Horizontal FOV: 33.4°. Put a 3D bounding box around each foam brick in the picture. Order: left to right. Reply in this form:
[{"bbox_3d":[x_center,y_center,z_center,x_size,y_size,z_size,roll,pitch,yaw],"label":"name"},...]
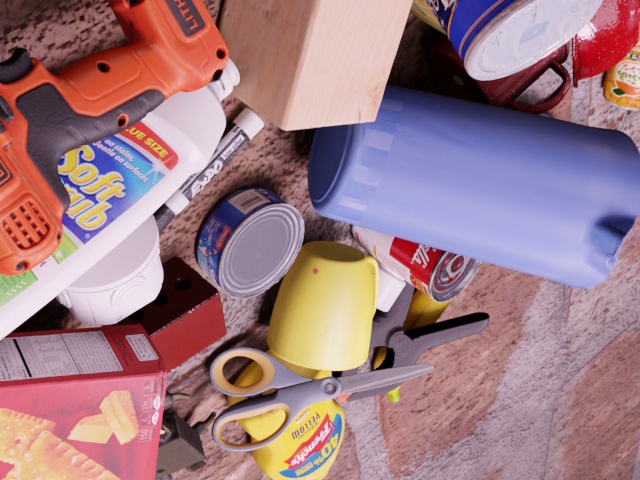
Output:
[{"bbox_3d":[-0.117,0.060,0.800,0.078,0.053,0.051,-34,141,-27],"label":"foam brick"}]

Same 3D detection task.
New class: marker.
[{"bbox_3d":[-0.088,-0.047,0.770,0.121,0.020,0.020,-48,145,-9],"label":"marker"}]

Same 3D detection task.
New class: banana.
[{"bbox_3d":[0.104,0.081,1.098,0.198,0.037,0.069,-59,160,10],"label":"banana"}]

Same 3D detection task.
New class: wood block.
[{"bbox_3d":[0.006,-0.187,0.696,0.090,0.090,0.206,-12,129,-44],"label":"wood block"}]

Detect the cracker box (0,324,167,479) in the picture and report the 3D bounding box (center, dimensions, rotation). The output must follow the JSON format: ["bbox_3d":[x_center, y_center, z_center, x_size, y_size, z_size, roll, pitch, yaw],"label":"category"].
[{"bbox_3d":[-0.214,0.146,0.686,0.213,0.072,0.164,-2,116,-29],"label":"cracker box"}]

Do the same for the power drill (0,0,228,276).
[{"bbox_3d":[-0.154,-0.102,0.578,0.187,0.057,0.184,-41,116,-27],"label":"power drill"}]

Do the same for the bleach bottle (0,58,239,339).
[{"bbox_3d":[-0.150,-0.042,0.651,0.250,0.068,0.102,-44,104,-25],"label":"bleach bottle"}]

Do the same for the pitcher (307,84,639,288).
[{"bbox_3d":[0.116,-0.052,0.849,0.242,0.145,0.149,12,158,-17],"label":"pitcher"}]

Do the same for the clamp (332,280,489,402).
[{"bbox_3d":[0.084,0.097,1.047,0.120,0.039,0.171,38,93,-14],"label":"clamp"}]

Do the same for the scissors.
[{"bbox_3d":[-0.008,0.113,0.920,0.201,0.096,0.016,-25,172,-15],"label":"scissors"}]

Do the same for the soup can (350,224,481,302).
[{"bbox_3d":[0.084,0.000,0.940,0.068,0.102,0.068,-30,139,-30],"label":"soup can"}]

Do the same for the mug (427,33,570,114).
[{"bbox_3d":[0.152,-0.148,0.884,0.081,0.117,0.093,-43,161,-7],"label":"mug"}]

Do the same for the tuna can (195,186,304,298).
[{"bbox_3d":[-0.055,0.001,0.837,0.086,0.034,0.086,-30,140,-30],"label":"tuna can"}]

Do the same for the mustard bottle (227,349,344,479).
[{"bbox_3d":[-0.023,0.177,1.009,0.096,0.058,0.191,-39,144,-19],"label":"mustard bottle"}]

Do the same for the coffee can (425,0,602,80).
[{"bbox_3d":[0.112,-0.196,0.727,0.102,0.140,0.103,-25,163,-8],"label":"coffee can"}]
